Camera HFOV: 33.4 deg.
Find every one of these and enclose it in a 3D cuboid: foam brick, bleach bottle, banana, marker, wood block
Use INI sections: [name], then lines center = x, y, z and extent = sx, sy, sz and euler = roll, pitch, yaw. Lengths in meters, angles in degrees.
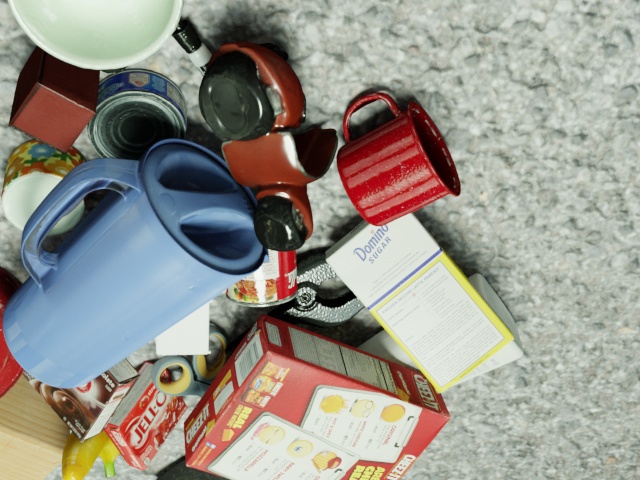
[foam brick]
center = -0.215, -0.120, 0.867
extent = 0.051, 0.078, 0.053
euler = 26, 124, -27
[bleach bottle]
center = 0.081, 0.131, 1.134
extent = 0.251, 0.068, 0.102
euler = -27, 128, 18
[banana]
center = -0.236, 0.218, 1.125
extent = 0.037, 0.069, 0.198
euler = -10, 170, 1
[marker]
center = -0.090, -0.140, 0.906
extent = 0.020, 0.020, 0.121
euler = -26, 129, 14
[wood block]
center = -0.367, 0.174, 1.090
extent = 0.205, 0.090, 0.091
euler = 29, 122, -29

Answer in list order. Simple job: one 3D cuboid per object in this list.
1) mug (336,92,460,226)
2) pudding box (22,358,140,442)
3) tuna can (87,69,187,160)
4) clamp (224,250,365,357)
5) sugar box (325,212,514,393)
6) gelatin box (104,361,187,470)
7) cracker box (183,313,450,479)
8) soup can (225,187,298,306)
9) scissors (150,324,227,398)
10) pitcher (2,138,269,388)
[mug]
center = 0.061, -0.074, 0.946
extent = 0.082, 0.093, 0.117
euler = -26, 100, 20
[pudding box]
center = -0.242, 0.128, 1.058
extent = 0.113, 0.039, 0.090
euler = 43, 120, 14
[tuna can]
center = -0.157, -0.102, 0.918
extent = 0.086, 0.034, 0.086
euler = -4, 131, -5
[clamp]
center = -0.023, 0.061, 1.059
extent = 0.171, 0.039, 0.120
euler = 2, 114, -8
[sugar box]
center = 0.094, 0.051, 1.025
extent = 0.093, 0.048, 0.176
euler = -39, 97, 7
[gelatin box]
center = -0.185, 0.185, 1.126
extent = 0.030, 0.089, 0.073
euler = 10, 139, 31
[cracker box]
center = -0.006, 0.180, 1.069
extent = 0.213, 0.072, 0.164
euler = 23, 118, -24
[soup can]
center = -0.056, 0.001, 0.979
extent = 0.068, 0.068, 0.102
euler = -4, 109, -5
[scissors]
center = -0.136, 0.171, 1.149
extent = 0.096, 0.016, 0.202
euler = -19, 136, -27
[pitcher]
center = -0.177, 0.026, 0.922
extent = 0.243, 0.144, 0.149
euler = -37, 89, 31
